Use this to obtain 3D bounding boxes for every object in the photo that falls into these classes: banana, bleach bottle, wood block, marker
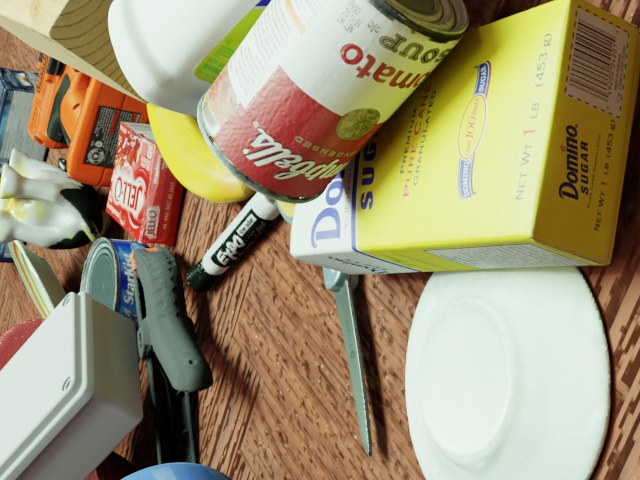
[{"bbox_3d":[-0.087,-0.081,0.719,0.070,0.037,0.198,-62,37,37],"label":"banana"},{"bbox_3d":[0.019,-0.149,0.454,0.251,0.102,0.068,-40,59,34],"label":"bleach bottle"},{"bbox_3d":[-0.181,-0.181,0.776,0.206,0.090,0.090,29,85,49],"label":"wood block"},{"bbox_3d":[-0.054,0.001,0.666,0.121,0.020,0.020,-44,48,49],"label":"marker"}]

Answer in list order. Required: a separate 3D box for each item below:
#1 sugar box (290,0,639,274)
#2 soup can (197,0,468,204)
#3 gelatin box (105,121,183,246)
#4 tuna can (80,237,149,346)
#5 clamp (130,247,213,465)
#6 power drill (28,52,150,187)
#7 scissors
[{"bbox_3d":[0.051,-0.035,0.452,0.177,0.048,0.093,-5,70,57],"label":"sugar box"},{"bbox_3d":[0.004,-0.073,0.439,0.102,0.068,0.068,-46,46,35],"label":"soup can"},{"bbox_3d":[-0.130,-0.043,0.795,0.089,0.030,0.073,35,116,58],"label":"gelatin box"},{"bbox_3d":[-0.156,0.041,0.822,0.086,0.033,0.086,-17,70,58],"label":"tuna can"},{"bbox_3d":[-0.100,0.064,0.704,0.120,0.039,0.171,118,142,-48],"label":"clamp"},{"bbox_3d":[-0.190,-0.140,0.894,0.188,0.057,0.184,49,126,54],"label":"power drill"},{"bbox_3d":[0.001,0.013,0.572,0.096,0.016,0.202,-19,69,60],"label":"scissors"}]
